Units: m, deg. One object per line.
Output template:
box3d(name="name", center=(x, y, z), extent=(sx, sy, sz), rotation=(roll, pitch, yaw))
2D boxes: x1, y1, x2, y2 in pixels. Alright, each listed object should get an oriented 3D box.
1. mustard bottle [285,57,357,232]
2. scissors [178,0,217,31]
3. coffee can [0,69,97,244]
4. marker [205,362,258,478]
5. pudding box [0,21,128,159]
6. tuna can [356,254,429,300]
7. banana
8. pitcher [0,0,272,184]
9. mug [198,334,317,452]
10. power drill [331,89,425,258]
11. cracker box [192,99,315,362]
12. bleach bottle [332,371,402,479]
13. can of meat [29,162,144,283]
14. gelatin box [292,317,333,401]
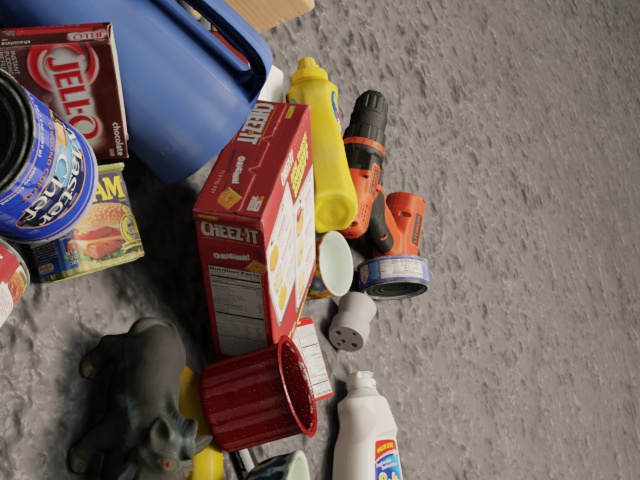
box3d(name="mustard bottle", center=(-0.003, -0.112, 1.135), extent=(0.096, 0.058, 0.191), rotation=(82, -1, -65))
box3d(name="scissors", center=(-0.137, -0.301, 1.151), extent=(0.096, 0.016, 0.202), rotation=(36, 43, -70))
box3d(name="coffee can", center=(-0.230, -0.059, 0.766), extent=(0.140, 0.103, 0.103), rotation=(59, 19, -79))
box3d(name="marker", center=(-0.083, 0.173, 1.009), extent=(0.020, 0.020, 0.121), rotation=(-28, 99, -58))
box3d(name="pudding box", center=(-0.205, -0.117, 0.857), extent=(0.039, 0.090, 0.113), rotation=(-97, -175, -48))
box3d(name="tuna can", center=(0.087, 0.045, 1.275), extent=(0.086, 0.086, 0.034), rotation=(21, 60, -52))
box3d(name="banana", center=(-0.112, 0.208, 0.928), extent=(0.069, 0.037, 0.197), rotation=(40, 43, -44))
box3d(name="pitcher", center=(-0.168, -0.176, 0.918), extent=(0.149, 0.145, 0.242), rotation=(-49, 116, -3))
box3d(name="mug", center=(-0.053, 0.141, 0.960), extent=(0.117, 0.081, 0.093), rotation=(33, 41, -72))
box3d(name="power drill", center=(0.069, -0.061, 1.273), extent=(0.187, 0.057, 0.184), rotation=(47, 52, -54))
box3d(name="cracker box", center=(-0.057, 0.001, 1.001), extent=(0.164, 0.072, 0.214), rotation=(-71, 164, -44))
box3d(name="bleach bottle", center=(0.048, 0.260, 1.131), extent=(0.102, 0.068, 0.251), rotation=(29, 49, -49))
box3d(name="can of meat", center=(-0.199, -0.014, 0.888), extent=(0.101, 0.058, 0.084), rotation=(-17, 91, -58))
box3d(name="gelatin box", center=(-0.027, 0.128, 1.109), extent=(0.073, 0.030, 0.089), rotation=(-7, 81, -59))
